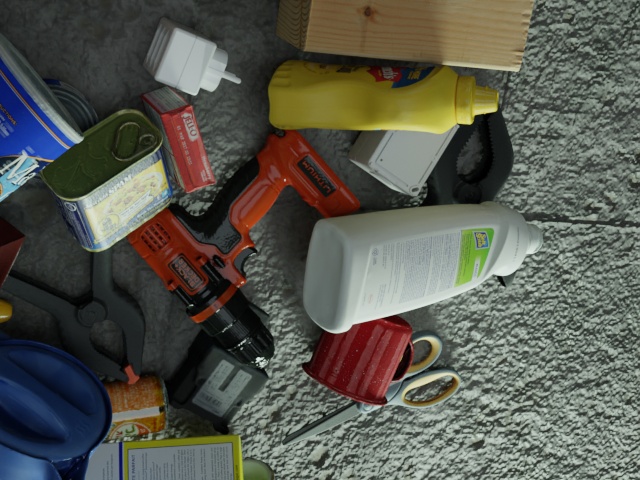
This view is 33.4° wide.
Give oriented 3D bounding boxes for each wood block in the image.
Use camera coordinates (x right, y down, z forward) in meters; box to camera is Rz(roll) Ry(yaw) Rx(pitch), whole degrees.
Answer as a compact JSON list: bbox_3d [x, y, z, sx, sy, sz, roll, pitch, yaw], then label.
[{"bbox_3d":[0.076,-0.210,0.948,0.205,0.090,0.091,2,109,-20],"label":"wood block"}]

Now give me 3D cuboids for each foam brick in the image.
[{"bbox_3d":[-0.297,0.017,0.907,0.053,0.051,0.078,33,111,8],"label":"foam brick"}]

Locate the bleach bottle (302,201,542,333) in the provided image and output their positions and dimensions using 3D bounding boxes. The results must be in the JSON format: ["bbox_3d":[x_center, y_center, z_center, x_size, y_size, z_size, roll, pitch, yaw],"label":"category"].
[{"bbox_3d":[0.107,0.018,1.000,0.250,0.068,0.103,-7,116,-33],"label":"bleach bottle"}]

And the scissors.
[{"bbox_3d":[0.053,0.151,1.114,0.201,0.016,0.096,-10,110,-15],"label":"scissors"}]

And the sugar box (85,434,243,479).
[{"bbox_3d":[-0.162,0.237,1.015,0.176,0.048,0.093,-3,74,-1],"label":"sugar box"}]

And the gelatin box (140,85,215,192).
[{"bbox_3d":[-0.123,-0.089,0.924,0.030,0.089,0.073,-22,114,-14],"label":"gelatin box"}]

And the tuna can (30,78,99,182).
[{"bbox_3d":[-0.234,-0.095,0.915,0.086,0.034,0.086,-6,111,-17],"label":"tuna can"}]

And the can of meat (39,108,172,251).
[{"bbox_3d":[-0.177,-0.049,0.907,0.102,0.057,0.084,-36,151,-19],"label":"can of meat"}]

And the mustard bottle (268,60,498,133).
[{"bbox_3d":[0.057,-0.124,0.924,0.192,0.096,0.058,4,109,14],"label":"mustard bottle"}]

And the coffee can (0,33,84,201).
[{"bbox_3d":[-0.267,-0.075,0.809,0.140,0.103,0.102,-38,117,-2],"label":"coffee can"}]

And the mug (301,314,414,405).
[{"bbox_3d":[0.048,0.109,1.059,0.117,0.093,0.081,19,98,-36],"label":"mug"}]

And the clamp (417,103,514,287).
[{"bbox_3d":[0.131,-0.045,1.056,0.164,0.036,0.210,-4,113,-20],"label":"clamp"}]

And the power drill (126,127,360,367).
[{"bbox_3d":[-0.056,0.001,0.983,0.187,0.057,0.184,-41,104,-3],"label":"power drill"}]

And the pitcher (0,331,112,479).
[{"bbox_3d":[-0.292,0.206,0.937,0.145,0.149,0.243,26,119,-12],"label":"pitcher"}]

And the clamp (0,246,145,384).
[{"bbox_3d":[-0.206,0.052,0.977,0.120,0.039,0.171,-36,114,2],"label":"clamp"}]
